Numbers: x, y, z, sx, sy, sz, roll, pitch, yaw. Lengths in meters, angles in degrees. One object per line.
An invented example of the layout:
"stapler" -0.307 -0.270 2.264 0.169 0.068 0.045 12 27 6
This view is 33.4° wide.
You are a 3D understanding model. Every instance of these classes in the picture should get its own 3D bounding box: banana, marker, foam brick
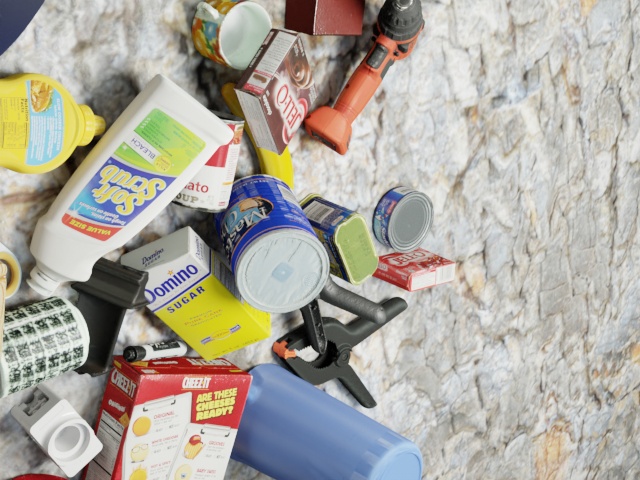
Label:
"banana" -0.066 -0.098 1.235 0.069 0.037 0.198 -30 126 -32
"marker" -0.186 0.124 1.199 0.121 0.020 0.020 6 105 -70
"foam brick" 0.006 -0.262 1.218 0.078 0.053 0.051 -9 113 -39

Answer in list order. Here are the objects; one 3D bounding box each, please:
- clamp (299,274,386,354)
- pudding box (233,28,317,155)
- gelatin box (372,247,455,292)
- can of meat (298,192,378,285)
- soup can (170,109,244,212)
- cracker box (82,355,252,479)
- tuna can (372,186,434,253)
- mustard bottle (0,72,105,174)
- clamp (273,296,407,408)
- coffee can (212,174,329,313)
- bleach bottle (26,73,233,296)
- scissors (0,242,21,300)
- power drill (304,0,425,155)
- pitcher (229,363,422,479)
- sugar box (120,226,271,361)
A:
"clamp" -0.001 0.060 1.306 0.171 0.120 0.039 54 30 -21
"pudding box" -0.046 -0.160 1.155 0.090 0.039 0.113 -62 156 -21
"gelatin box" 0.126 0.038 1.444 0.089 0.073 0.030 -12 114 -38
"can of meat" 0.019 0.000 1.321 0.057 0.084 0.102 -40 130 -23
"soup can" -0.125 -0.088 1.163 0.068 0.069 0.102 0 108 -43
"cracker box" -0.186 0.244 1.249 0.163 0.072 0.214 7 102 -44
"tuna can" 0.111 -0.029 1.429 0.085 0.034 0.086 -18 119 -36
"mustard bottle" -0.286 -0.111 1.006 0.191 0.058 0.096 -4 98 -46
"clamp" 0.023 0.158 1.427 0.209 0.036 0.165 -2 108 -40
"coffee can" -0.058 0.001 1.191 0.102 0.140 0.103 -8 121 -13
"bleach bottle" -0.204 -0.043 1.086 0.102 0.068 0.251 38 94 -17
"scissors" -0.324 -0.020 1.048 0.096 0.016 0.202 10 96 -50
"power drill" 0.055 -0.194 1.233 0.187 0.057 0.184 -55 175 -3
"pitcher" 0.005 0.257 1.308 0.148 0.243 0.145 -6 110 -48
"sugar box" -0.138 0.064 1.202 0.093 0.048 0.176 -23 137 18
